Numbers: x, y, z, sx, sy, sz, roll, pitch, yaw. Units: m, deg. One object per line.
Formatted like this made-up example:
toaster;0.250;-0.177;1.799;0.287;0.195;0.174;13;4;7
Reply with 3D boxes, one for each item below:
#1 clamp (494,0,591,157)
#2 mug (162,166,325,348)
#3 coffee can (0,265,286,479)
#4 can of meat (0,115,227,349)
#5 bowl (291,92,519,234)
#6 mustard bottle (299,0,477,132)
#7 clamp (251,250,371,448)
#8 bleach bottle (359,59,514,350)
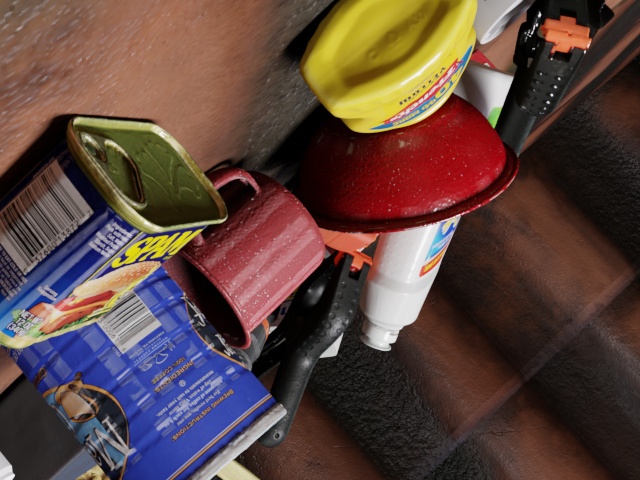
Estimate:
clamp;0.150;-0.122;0.734;0.210;0.036;0.164;-70;171;-77
mug;-0.054;0.001;0.681;0.081;0.093;0.117;-43;139;-22
coffee can;-0.103;0.080;0.618;0.103;0.140;0.103;-40;174;-6
can of meat;-0.099;-0.004;0.457;0.084;0.057;0.102;-40;174;14
bowl;0.052;-0.065;0.735;0.162;0.055;0.162;-11;-153;5
mustard bottle;0.047;-0.104;0.628;0.096;0.058;0.191;-40;174;6
clamp;-0.014;0.084;0.873;0.172;0.039;0.120;-55;-149;22
bleach bottle;0.090;-0.028;0.895;0.102;0.068;0.251;-16;127;-68
